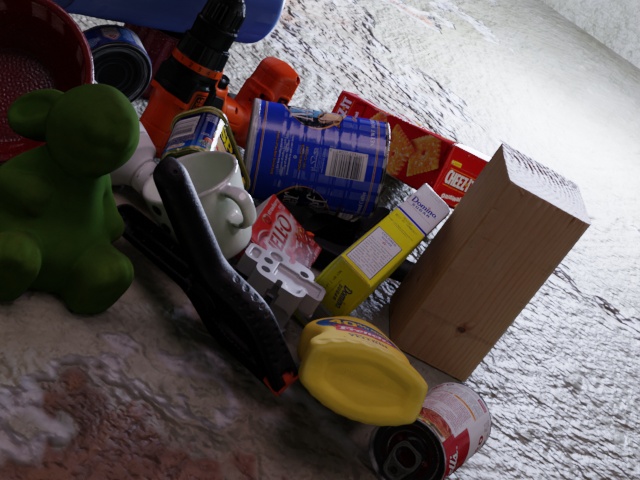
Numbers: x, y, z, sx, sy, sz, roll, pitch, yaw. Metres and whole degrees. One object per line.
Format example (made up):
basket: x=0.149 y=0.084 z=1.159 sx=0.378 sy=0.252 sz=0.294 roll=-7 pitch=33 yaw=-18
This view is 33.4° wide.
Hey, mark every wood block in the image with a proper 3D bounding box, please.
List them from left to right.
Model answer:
wood block: x=0.158 y=0.023 z=1.031 sx=0.090 sy=0.206 sz=0.090 roll=28 pitch=27 yaw=-11

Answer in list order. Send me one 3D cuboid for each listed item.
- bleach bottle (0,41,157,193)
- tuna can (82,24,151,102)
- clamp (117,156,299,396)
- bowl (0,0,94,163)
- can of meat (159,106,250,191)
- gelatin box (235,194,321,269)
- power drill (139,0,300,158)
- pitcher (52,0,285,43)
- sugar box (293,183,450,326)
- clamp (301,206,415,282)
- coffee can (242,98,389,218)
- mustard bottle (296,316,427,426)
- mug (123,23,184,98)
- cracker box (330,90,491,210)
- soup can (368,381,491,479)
bleach bottle: x=-0.248 y=-0.129 z=1.002 sx=0.251 sy=0.068 sz=0.102 roll=41 pitch=30 yaw=10
tuna can: x=-0.216 y=-0.174 z=1.084 sx=0.085 sy=0.086 sz=0.034 roll=9 pitch=37 yaw=-39
clamp: x=-0.086 y=0.031 z=0.844 sx=0.036 sy=0.165 sz=0.210 roll=-39 pitch=88 yaw=-25
bowl: x=-0.277 y=-0.136 z=0.930 sx=0.162 sy=0.162 sz=0.055 roll=34 pitch=-15 yaw=1
can of meat: x=-0.110 y=-0.062 z=1.005 sx=0.084 sy=0.057 sz=0.102 roll=-82 pitch=156 yaw=-58
gelatin box: x=-0.041 y=0.007 z=1.001 sx=0.073 sy=0.030 sz=0.089 roll=49 pitch=28 yaw=-12
power drill: x=-0.097 y=-0.165 z=1.112 sx=0.057 sy=0.185 sz=0.187 roll=41 pitch=18 yaw=23
pitcher: x=-0.150 y=-0.277 z=1.086 sx=0.242 sy=0.145 sz=0.149 roll=5 pitch=36 yaw=-39
sugar box: x=0.051 y=0.017 z=1.011 sx=0.048 sy=0.093 sz=0.175 roll=47 pitch=41 yaw=6
clamp: x=0.044 y=0.012 z=1.113 sx=0.171 sy=0.039 sz=0.120 roll=-7 pitch=43 yaw=-44
coffee can: x=-0.008 y=-0.084 z=1.100 sx=0.140 sy=0.103 sz=0.103 roll=9 pitch=31 yaw=-6
mustard bottle: x=0.028 y=0.100 z=0.882 sx=0.096 sy=0.058 sz=0.191 roll=19 pitch=3 yaw=-4
mug: x=-0.174 y=-0.205 z=1.184 sx=0.117 sy=0.082 sz=0.093 roll=27 pitch=28 yaw=-12
cracker box: x=0.127 y=-0.096 z=1.261 sx=0.163 sy=0.072 sz=0.214 roll=19 pitch=11 yaw=-41
soup can: x=0.093 y=0.162 z=0.884 sx=0.068 sy=0.069 sz=0.102 roll=43 pitch=27 yaw=17
